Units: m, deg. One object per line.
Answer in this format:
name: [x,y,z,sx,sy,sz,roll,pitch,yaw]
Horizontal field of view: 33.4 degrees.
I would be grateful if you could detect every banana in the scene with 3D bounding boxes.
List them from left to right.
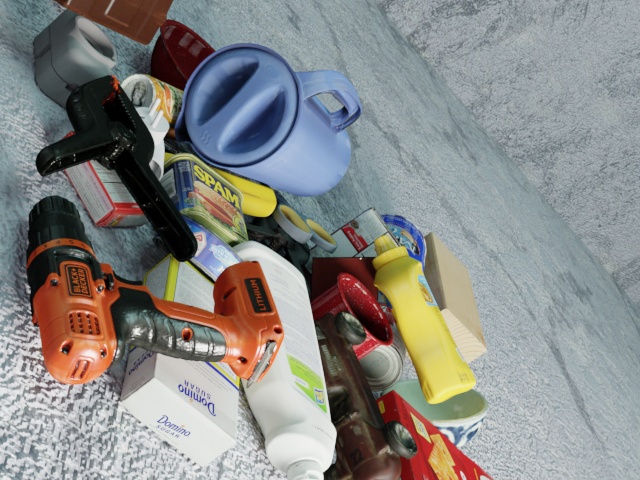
banana: [-0.106,-0.056,1.154,0.070,0.037,0.197,20,2,37]

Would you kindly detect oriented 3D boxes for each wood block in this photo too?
wood block: [0.157,0.090,1.485,0.090,0.090,0.206,46,20,-22]

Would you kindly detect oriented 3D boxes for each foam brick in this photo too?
foam brick: [0.028,0.044,1.233,0.053,0.078,0.051,-70,160,-89]

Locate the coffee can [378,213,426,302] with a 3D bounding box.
coffee can: [0.084,0.035,1.384,0.103,0.103,0.140,50,18,-11]

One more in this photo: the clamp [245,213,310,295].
clamp: [-0.058,0.001,1.201,0.120,0.039,0.171,45,13,-13]

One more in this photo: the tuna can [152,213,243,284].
tuna can: [-0.111,0.012,0.985,0.086,0.033,0.086,35,-14,9]

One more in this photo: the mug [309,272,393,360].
mug: [0.020,0.092,1.156,0.093,0.082,0.117,52,18,-4]

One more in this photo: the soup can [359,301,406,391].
soup can: [0.065,0.122,1.234,0.068,0.069,0.102,49,19,-12]

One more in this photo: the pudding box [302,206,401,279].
pudding box: [0.042,0.026,1.281,0.090,0.113,0.039,54,0,2]

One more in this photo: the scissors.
scissors: [-0.036,-0.038,1.278,0.096,0.016,0.202,31,13,-26]

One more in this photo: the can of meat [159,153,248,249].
can of meat: [-0.119,-0.025,1.070,0.102,0.057,0.084,38,26,-39]

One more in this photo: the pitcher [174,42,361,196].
pitcher: [-0.038,-0.124,1.194,0.149,0.145,0.242,28,1,20]

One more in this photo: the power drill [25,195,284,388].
power drill: [-0.132,0.041,0.821,0.187,0.057,0.184,9,38,-27]

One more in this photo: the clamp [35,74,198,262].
clamp: [-0.176,-0.076,0.949,0.164,0.036,0.210,40,21,-30]

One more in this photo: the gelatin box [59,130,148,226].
gelatin box: [-0.196,-0.055,0.976,0.089,0.030,0.073,57,20,13]

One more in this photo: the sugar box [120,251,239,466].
sugar box: [-0.111,0.095,0.888,0.093,0.048,0.176,43,24,-24]

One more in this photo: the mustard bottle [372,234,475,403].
mustard bottle: [0.105,0.082,1.171,0.192,0.058,0.096,66,9,14]

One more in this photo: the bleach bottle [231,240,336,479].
bleach bottle: [-0.039,0.120,0.992,0.102,0.068,0.251,35,28,-39]

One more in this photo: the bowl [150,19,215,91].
bowl: [-0.152,-0.185,1.281,0.162,0.055,0.162,46,20,-22]

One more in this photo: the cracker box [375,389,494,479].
cracker box: [0.125,0.277,1.092,0.213,0.072,0.164,43,21,-31]
